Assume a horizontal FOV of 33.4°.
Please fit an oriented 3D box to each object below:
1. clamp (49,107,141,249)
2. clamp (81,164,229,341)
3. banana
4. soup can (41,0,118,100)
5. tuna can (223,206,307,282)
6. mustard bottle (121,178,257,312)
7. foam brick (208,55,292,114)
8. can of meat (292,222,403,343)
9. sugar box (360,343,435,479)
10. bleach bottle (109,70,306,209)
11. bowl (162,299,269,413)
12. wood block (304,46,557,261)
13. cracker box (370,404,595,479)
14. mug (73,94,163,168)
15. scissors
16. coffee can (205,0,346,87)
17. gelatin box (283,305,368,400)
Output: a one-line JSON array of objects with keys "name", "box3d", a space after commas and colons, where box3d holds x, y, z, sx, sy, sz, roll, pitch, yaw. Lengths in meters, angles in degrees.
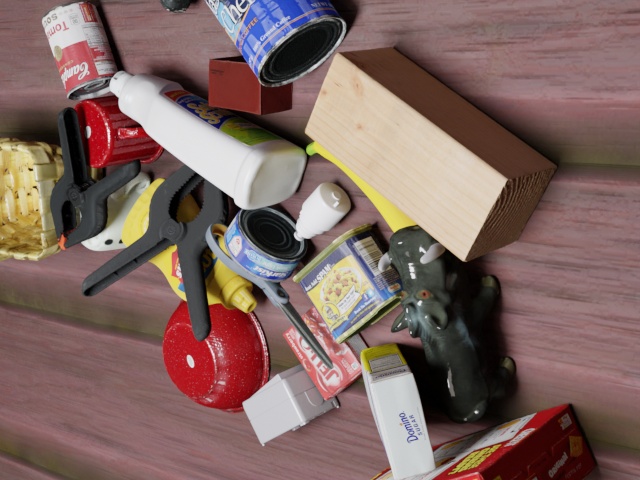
[{"name": "clamp", "box3d": [-0.279, -0.067, 1.235, 0.120, 0.039, 0.172, 48, 126, 16]}, {"name": "clamp", "box3d": [-0.152, 0.002, 1.183, 0.165, 0.036, 0.210, 26, 81, 21]}, {"name": "banana", "box3d": [0.055, -0.052, 1.054, 0.198, 0.037, 0.069, 48, 165, 24]}, {"name": "soup can", "box3d": [-0.288, -0.229, 1.288, 0.069, 0.068, 0.102, -23, 85, 43]}, {"name": "tuna can", "box3d": [-0.057, 0.001, 1.135, 0.086, 0.085, 0.034, 50, 127, 19]}, {"name": "mustard bottle", "box3d": [-0.142, 0.018, 1.230, 0.192, 0.058, 0.096, 41, 103, 25]}, {"name": "foam brick", "box3d": [-0.074, -0.165, 1.127, 0.078, 0.051, 0.053, 15, 110, 38]}, {"name": "can of meat", "box3d": [0.033, 0.045, 1.088, 0.102, 0.057, 0.084, -43, 75, 40]}, {"name": "sugar box", "box3d": [0.072, 0.158, 1.017, 0.176, 0.048, 0.093, -136, 31, -85]}, {"name": "bleach bottle", "box3d": [-0.139, -0.121, 1.155, 0.251, 0.102, 0.068, 31, 115, 26]}, {"name": "bowl", "box3d": [-0.136, 0.135, 1.262, 0.162, 0.055, 0.162, 13, 110, 38]}, {"name": "wood block", "box3d": [0.096, -0.083, 0.973, 0.206, 0.090, 0.090, 41, 125, 26]}, {"name": "cracker box", "box3d": [0.122, 0.236, 0.988, 0.214, 0.163, 0.072, -29, 85, 42]}, {"name": "mug", "box3d": [-0.234, -0.129, 1.257, 0.117, 0.081, 0.093, 10, 108, 39]}, {"name": "scissors", "box3d": [-0.040, 0.049, 1.143, 0.202, 0.096, 0.016, 43, 124, 8]}, {"name": "coffee can", "box3d": [-0.055, -0.238, 1.055, 0.103, 0.102, 0.140, -46, 71, 39]}, {"name": "gelatin box", "box3d": [0.009, 0.116, 1.145, 0.073, 0.030, 0.089, -45, 71, 39]}]
